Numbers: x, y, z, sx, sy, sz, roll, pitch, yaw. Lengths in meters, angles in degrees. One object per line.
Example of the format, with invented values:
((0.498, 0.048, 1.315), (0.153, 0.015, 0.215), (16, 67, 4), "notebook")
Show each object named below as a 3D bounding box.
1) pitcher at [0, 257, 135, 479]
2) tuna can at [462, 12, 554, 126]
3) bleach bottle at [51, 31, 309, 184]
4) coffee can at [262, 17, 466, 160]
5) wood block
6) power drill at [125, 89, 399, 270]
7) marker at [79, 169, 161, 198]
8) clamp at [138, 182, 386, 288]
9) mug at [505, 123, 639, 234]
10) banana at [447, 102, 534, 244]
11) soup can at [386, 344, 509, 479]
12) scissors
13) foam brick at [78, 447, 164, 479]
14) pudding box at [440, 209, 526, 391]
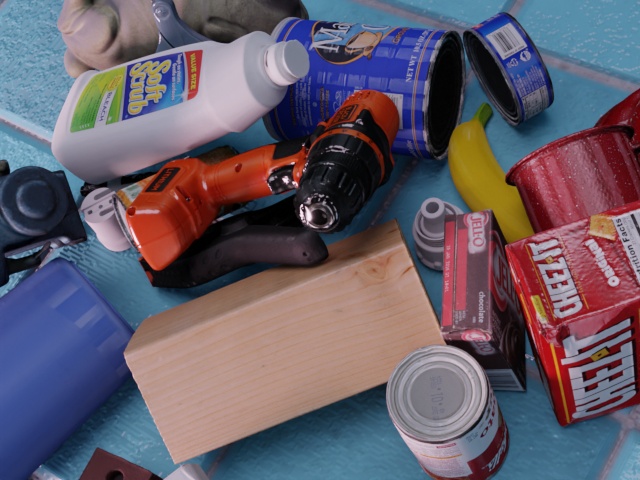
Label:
((-0.258, 0.124, 0.814), (0.242, 0.145, 0.149), (-42, 75, -11), "pitcher")
((0.148, -0.135, 0.839), (0.034, 0.086, 0.086), (-29, 58, -1), "tuna can")
((-0.109, -0.116, 0.851), (0.251, 0.068, 0.102), (-13, 50, 40), "bleach bottle")
((0.035, -0.123, 0.859), (0.140, 0.102, 0.102), (9, 66, 22), "coffee can")
((-0.022, 0.069, 0.762), (0.206, 0.090, 0.091), (-22, 101, 5), "wood block")
((-0.040, -0.036, 0.750), (0.188, 0.057, 0.184), (-16, 20, 22), "power drill")
((-0.153, -0.050, 0.929), (0.121, 0.020, 0.020), (-7, 61, 14), "marker")
((-0.055, 0.001, 0.816), (0.210, 0.036, 0.164), (-20, 15, 21), "clamp")
((0.193, -0.027, 0.721), (0.117, 0.093, 0.081), (-24, 73, 19), "mug")
((0.151, -0.032, 0.809), (0.069, 0.037, 0.198), (-33, 58, -2), "banana")
((0.086, 0.118, 0.711), (0.068, 0.102, 0.068), (-8, 60, 14), "soup can")
((-0.112, -0.188, 0.899), (0.096, 0.202, 0.016), (4, 36, 6), "scissors")
((-0.150, 0.199, 0.773), (0.053, 0.051, 0.078), (18, 69, 25), "foam brick")
((0.114, 0.044, 0.735), (0.039, 0.113, 0.090), (-4, 61, 19), "pudding box")
